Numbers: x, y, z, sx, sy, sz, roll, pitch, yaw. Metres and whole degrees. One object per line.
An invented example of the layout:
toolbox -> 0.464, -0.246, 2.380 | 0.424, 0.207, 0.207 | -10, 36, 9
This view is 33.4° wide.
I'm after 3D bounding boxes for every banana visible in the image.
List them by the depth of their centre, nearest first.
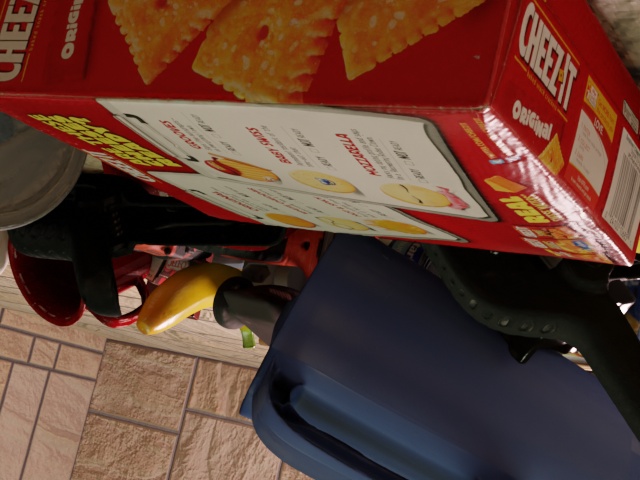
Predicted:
banana -> -0.093, 0.052, 0.907 | 0.037, 0.069, 0.197 | -5, 169, 23

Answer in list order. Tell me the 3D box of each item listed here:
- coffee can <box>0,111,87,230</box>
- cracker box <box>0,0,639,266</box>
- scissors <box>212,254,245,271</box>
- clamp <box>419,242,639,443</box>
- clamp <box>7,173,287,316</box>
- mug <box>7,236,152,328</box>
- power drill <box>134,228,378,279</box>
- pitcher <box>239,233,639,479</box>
coffee can -> -0.197, -0.056, 0.550 | 0.102, 0.103, 0.141 | 21, 167, -38
cracker box -> 0.002, -0.054, 0.409 | 0.214, 0.072, 0.164 | 7, 168, 33
scissors -> -0.081, 0.016, 1.036 | 0.096, 0.016, 0.201 | 10, 169, 16
clamp -> 0.139, 0.011, 0.521 | 0.210, 0.164, 0.036 | 33, 157, 17
clamp -> -0.103, -0.010, 0.569 | 0.120, 0.039, 0.172 | -14, -154, -35
mug -> -0.183, 0.020, 0.859 | 0.117, 0.093, 0.081 | 46, -137, 15
power drill -> -0.055, 0.001, 0.805 | 0.188, 0.057, 0.184 | 9, 177, 15
pitcher -> 0.080, 0.106, 0.619 | 0.243, 0.149, 0.145 | 29, 164, 5
